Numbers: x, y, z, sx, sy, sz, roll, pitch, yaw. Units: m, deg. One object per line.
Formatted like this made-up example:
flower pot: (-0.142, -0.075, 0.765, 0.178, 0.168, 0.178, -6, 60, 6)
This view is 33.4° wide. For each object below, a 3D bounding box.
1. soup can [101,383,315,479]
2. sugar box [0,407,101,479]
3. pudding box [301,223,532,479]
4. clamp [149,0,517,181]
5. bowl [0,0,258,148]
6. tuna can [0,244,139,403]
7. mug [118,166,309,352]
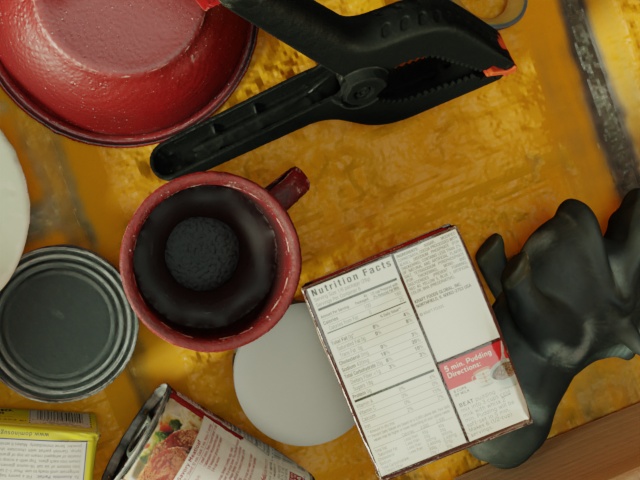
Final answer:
soup can: (-0.062, 0.135, 0.597, 0.102, 0.068, 0.068, 33, 87, -11)
sugar box: (-0.177, 0.183, 0.590, 0.093, 0.048, 0.176, 6, 95, -14)
pudding box: (0.051, 0.059, 0.564, 0.090, 0.039, 0.113, -22, 85, 1)
clamp: (0.015, -0.098, 0.570, 0.209, 0.165, 0.036, -12, 66, -17)
bowl: (-0.109, -0.132, 0.579, 0.162, 0.055, 0.162, -1, 93, -11)
tuna can: (-0.144, 0.045, 0.593, 0.086, 0.034, 0.086, -1, 93, -10)
mug: (-0.054, 0.001, 0.583, 0.117, 0.081, 0.093, -44, 99, -5)
